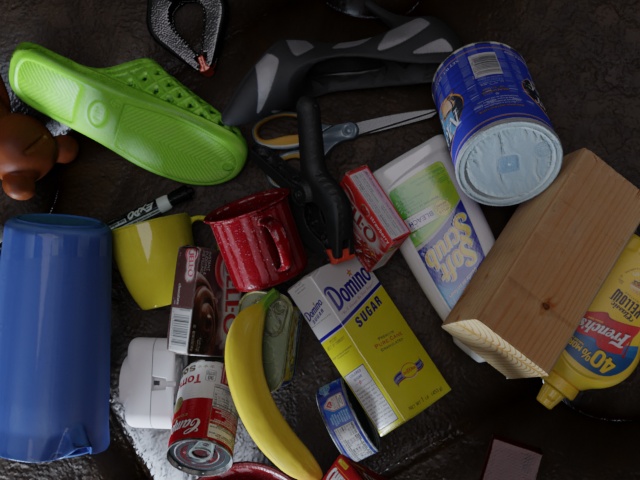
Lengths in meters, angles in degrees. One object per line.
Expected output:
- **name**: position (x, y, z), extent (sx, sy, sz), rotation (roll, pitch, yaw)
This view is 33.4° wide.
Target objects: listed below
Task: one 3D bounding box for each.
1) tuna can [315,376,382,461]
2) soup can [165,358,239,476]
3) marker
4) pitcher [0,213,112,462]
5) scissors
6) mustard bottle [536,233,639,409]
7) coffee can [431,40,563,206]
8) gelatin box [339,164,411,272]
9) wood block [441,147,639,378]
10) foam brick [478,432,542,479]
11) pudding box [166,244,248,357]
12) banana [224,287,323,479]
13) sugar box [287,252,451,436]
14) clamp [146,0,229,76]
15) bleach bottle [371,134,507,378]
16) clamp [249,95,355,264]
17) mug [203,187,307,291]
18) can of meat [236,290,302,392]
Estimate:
- **tuna can**: position (0.029, 0.184, 1.094), extent (0.034, 0.086, 0.086), rotation (-28, 81, 7)
- **soup can**: position (-0.118, 0.182, 1.104), extent (0.068, 0.068, 0.102), rotation (-3, 47, 9)
- **marker**: position (-0.195, -0.031, 1.184), extent (0.121, 0.020, 0.020), rotation (-25, 81, 6)
- **pitcher**: position (-0.285, 0.096, 1.112), extent (0.149, 0.145, 0.243), rotation (6, 98, 6)
- **scissors**: position (0.023, -0.099, 1.158), extent (0.202, 0.016, 0.096), rotation (4, 87, 10)
- **mustard bottle**: position (0.283, 0.090, 1.076), extent (0.096, 0.058, 0.191), rotation (38, 92, 6)
- **coffee can**: position (0.172, -0.117, 1.058), extent (0.103, 0.103, 0.140), rotation (-16, 42, 7)
- **gelatin box**: position (0.047, -0.022, 1.098), extent (0.030, 0.073, 0.089), rotation (-25, 74, -29)
- **wood block**: position (0.220, 0.023, 1.040), extent (0.091, 0.090, 0.206), rotation (37, 74, -7)
- **foam brick**: position (0.189, 0.242, 1.080), extent (0.053, 0.051, 0.078), rotation (17, 88, 9)
- **pudding box**: position (-0.113, 0.066, 1.125), extent (0.039, 0.089, 0.113), rotation (6, 86, 40)
- **banana**: position (-0.053, 0.148, 1.048), extent (0.069, 0.037, 0.198), rotation (-15, 82, 7)
- **sugar box**: position (0.051, 0.102, 1.093), extent (0.048, 0.093, 0.176), rotation (-38, 80, 39)
- **clamp**: position (-0.151, -0.288, 1.193), extent (0.164, 0.036, 0.210), rotation (-27, 83, 6)
- **bleach bottle**: position (0.148, 0.022, 1.104), extent (0.102, 0.068, 0.251), rotation (-30, 83, 5)
- **clamp**: position (-0.017, -0.053, 1.108), extent (0.039, 0.120, 0.171), rotation (-14, 84, -32)
- **mug**: position (-0.057, 0.001, 1.078), extent (0.093, 0.117, 0.081), rotation (-25, 104, -23)
- **can of meat**: position (-0.054, 0.106, 1.115), extent (0.057, 0.084, 0.102), rotation (7, 86, 10)
